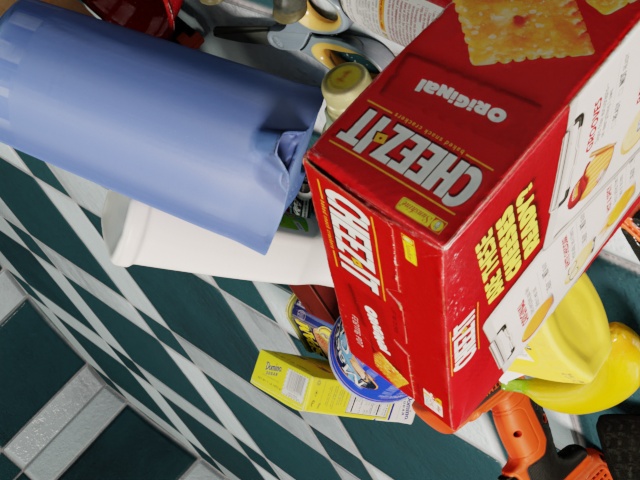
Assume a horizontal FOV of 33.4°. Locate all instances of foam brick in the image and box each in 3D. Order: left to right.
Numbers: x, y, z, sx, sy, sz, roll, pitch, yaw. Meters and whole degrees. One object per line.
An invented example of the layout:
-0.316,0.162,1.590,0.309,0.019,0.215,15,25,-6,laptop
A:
0.002,0.038,1.064,0.053,0.051,0.078,22,152,49,foam brick

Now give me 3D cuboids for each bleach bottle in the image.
-0.056,0.001,0.917,0.250,0.068,0.103,13,-160,-23,bleach bottle

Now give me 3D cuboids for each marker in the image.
-0.016,-0.038,0.988,0.020,0.020,0.121,39,161,11,marker

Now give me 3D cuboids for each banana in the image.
0.201,0.102,0.796,0.069,0.037,0.198,8,158,-11,banana

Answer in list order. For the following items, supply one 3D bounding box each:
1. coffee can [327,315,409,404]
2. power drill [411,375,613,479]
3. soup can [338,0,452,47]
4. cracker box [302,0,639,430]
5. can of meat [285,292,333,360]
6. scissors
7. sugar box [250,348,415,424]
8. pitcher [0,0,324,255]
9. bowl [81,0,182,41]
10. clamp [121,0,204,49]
0.068,0.085,0.953,0.103,0.102,0.140,41,161,5,coffee can
0.156,0.198,0.927,0.187,0.184,0.057,59,157,-16,power drill
0.067,-0.126,0.552,0.102,0.068,0.068,32,159,31,soup can
0.092,-0.047,0.446,0.072,0.213,0.164,34,160,25,cracker box
0.021,0.095,1.145,0.084,0.057,0.102,25,155,36,can of meat
-0.029,-0.157,0.755,0.202,0.016,0.096,26,157,38,scissors
0.020,0.162,1.182,0.175,0.048,0.093,12,-173,-43,sugar box
-0.127,-0.088,0.807,0.242,0.145,0.149,20,129,-4,pitcher
-0.153,-0.225,0.801,0.162,0.055,0.162,38,161,15,bowl
-0.167,-0.196,0.917,0.172,0.039,0.120,23,163,47,clamp
